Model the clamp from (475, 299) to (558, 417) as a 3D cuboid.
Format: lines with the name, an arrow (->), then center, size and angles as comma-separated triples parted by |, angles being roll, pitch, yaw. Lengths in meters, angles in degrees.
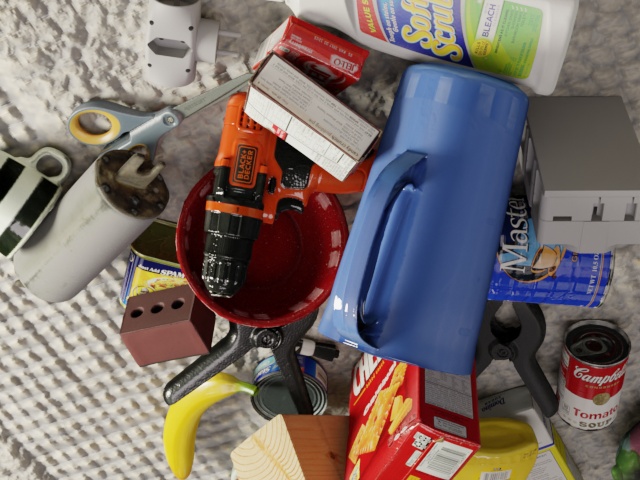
clamp -> 0.202, 0.115, 1.112 | 0.120, 0.039, 0.171 | 12, 125, 6

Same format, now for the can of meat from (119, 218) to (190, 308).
can of meat -> -0.146, 0.034, 1.067 | 0.102, 0.057, 0.084 | 15, 130, -8

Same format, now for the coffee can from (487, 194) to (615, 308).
coffee can -> 0.192, 0.008, 0.999 | 0.140, 0.103, 0.103 | 4, 128, -1

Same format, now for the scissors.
scissors -> -0.153, -0.119, 0.957 | 0.096, 0.016, 0.202 | 38, 128, -19

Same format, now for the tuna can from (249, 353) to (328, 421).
tuna can -> -0.034, 0.164, 1.178 | 0.086, 0.033, 0.086 | 1, 129, 2

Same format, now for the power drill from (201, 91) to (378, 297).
power drill -> -0.008, -0.030, 0.960 | 0.187, 0.057, 0.184 | 9, 90, -11

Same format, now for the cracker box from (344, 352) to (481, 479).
cracker box -> 0.085, 0.163, 1.057 | 0.072, 0.213, 0.164 | 22, 126, -12

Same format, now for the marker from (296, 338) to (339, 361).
marker -> -0.038, 0.109, 1.144 | 0.121, 0.020, 0.020 | 13, 128, -8

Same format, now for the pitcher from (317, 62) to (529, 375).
pitcher -> 0.086, -0.019, 0.875 | 0.145, 0.149, 0.243 | 14, 92, -13

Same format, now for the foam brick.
foam brick -> -0.148, 0.082, 1.037 | 0.078, 0.053, 0.051 | -13, 131, 15

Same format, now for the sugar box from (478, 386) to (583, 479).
sugar box -> 0.231, 0.247, 1.224 | 0.093, 0.048, 0.176 | -21, 121, 18

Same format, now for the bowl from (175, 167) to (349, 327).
bowl -> -0.057, 0.001, 1.007 | 0.162, 0.055, 0.162 | 1, 86, -10

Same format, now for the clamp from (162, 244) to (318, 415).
clamp -> -0.067, 0.096, 1.088 | 0.164, 0.036, 0.210 | 5, 114, -18

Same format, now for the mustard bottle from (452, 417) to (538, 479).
mustard bottle -> 0.181, 0.281, 1.187 | 0.096, 0.058, 0.192 | -4, 128, -7

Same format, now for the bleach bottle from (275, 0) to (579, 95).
bleach bottle -> 0.076, -0.188, 0.877 | 0.251, 0.068, 0.103 | 8, 129, 0

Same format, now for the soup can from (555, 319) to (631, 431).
soup can -> 0.285, 0.143, 1.124 | 0.068, 0.068, 0.102 | 0, 129, 3

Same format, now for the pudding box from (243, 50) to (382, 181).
pudding box -> -0.009, -0.101, 0.887 | 0.113, 0.090, 0.039 | 34, 80, -2

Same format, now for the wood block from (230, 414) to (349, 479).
wood block -> 0.019, 0.247, 1.148 | 0.205, 0.091, 0.090 | 11, 136, -44

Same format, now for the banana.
banana -> -0.140, 0.201, 1.199 | 0.070, 0.037, 0.198 | 47, 131, 12

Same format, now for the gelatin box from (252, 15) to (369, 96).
gelatin box -> -0.010, -0.151, 0.899 | 0.073, 0.030, 0.089 | 24, 168, -16
